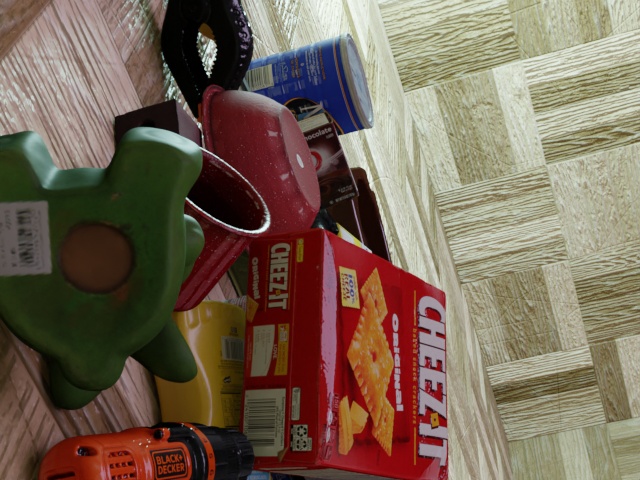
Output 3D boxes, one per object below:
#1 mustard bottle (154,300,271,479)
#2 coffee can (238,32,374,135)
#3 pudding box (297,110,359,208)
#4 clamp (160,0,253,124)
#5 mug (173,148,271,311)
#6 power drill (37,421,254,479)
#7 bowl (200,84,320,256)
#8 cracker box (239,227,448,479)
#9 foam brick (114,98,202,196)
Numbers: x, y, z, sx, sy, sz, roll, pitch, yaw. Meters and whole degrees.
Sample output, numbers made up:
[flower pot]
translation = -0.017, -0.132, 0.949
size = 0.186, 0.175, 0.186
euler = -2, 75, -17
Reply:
[mustard bottle]
translation = -0.074, 0.142, 0.756
size = 0.096, 0.058, 0.191
euler = 22, 54, -63
[coffee can]
translation = -0.024, -0.150, 1.122
size = 0.102, 0.140, 0.103
euler = -14, 90, -78
[pudding box]
translation = -0.028, -0.068, 1.078
size = 0.039, 0.113, 0.090
euler = -115, -177, -58
[clamp]
translation = -0.092, -0.206, 0.911
size = 0.036, 0.165, 0.210
euler = -22, 108, -52
[mug]
translation = -0.089, -0.009, 0.726
size = 0.093, 0.082, 0.117
euler = 44, 22, 11
[power drill]
translation = -0.081, 0.198, 0.614
size = 0.184, 0.057, 0.187
euler = 13, 61, -62
[bowl]
translation = -0.041, -0.059, 0.880
size = 0.162, 0.055, 0.162
euler = -17, 90, -78
[cracker box]
translation = 0.027, 0.097, 0.805
size = 0.213, 0.072, 0.164
euler = 26, 62, -55
[foam brick]
translation = -0.118, -0.054, 0.794
size = 0.051, 0.053, 0.078
euler = 52, 25, -63
